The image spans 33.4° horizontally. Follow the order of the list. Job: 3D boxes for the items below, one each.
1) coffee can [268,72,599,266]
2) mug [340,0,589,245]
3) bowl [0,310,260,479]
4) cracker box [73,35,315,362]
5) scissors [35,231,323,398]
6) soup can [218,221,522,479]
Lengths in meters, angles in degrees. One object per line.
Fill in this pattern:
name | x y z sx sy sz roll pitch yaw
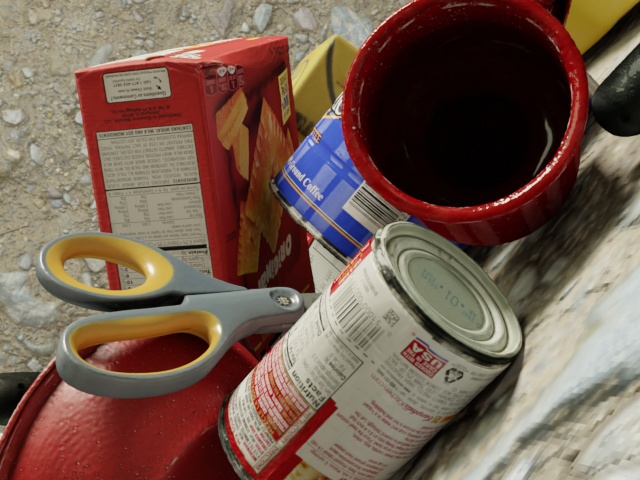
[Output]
coffee can | 0.056 -0.052 0.539 0.140 0.103 0.103 -51 5 10
mug | 0.069 -0.054 0.435 0.117 0.093 0.081 -62 -19 -3
bowl | -0.059 0.109 0.450 0.055 0.162 0.162 14 58 39
cracker box | -0.054 0.001 0.588 0.072 0.214 0.164 -4 13 14
scissors | -0.035 0.019 0.464 0.201 0.096 0.016 -15 -41 -47
soup can | 0.017 0.051 0.400 0.102 0.068 0.068 -49 6 26
